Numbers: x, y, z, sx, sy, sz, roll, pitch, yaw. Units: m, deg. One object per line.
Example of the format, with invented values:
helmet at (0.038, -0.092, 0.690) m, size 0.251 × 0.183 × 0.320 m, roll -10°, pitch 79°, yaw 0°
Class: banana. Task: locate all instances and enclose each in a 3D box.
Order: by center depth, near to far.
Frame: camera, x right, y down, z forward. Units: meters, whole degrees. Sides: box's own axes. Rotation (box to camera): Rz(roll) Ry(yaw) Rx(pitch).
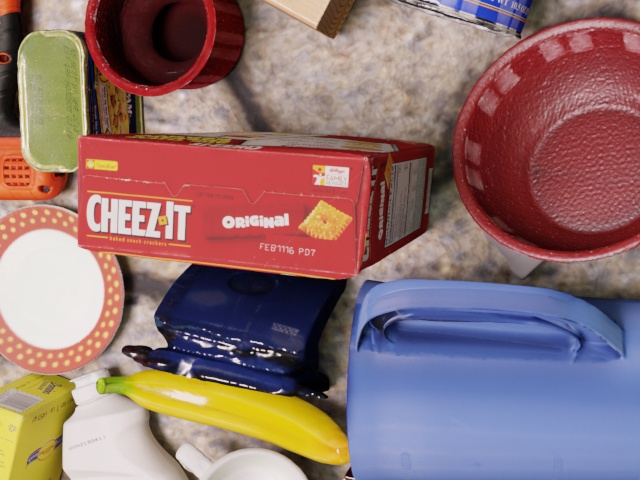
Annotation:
banana at (-0.059, 0.123, 0.758) m, size 0.198 × 0.069 × 0.037 m, roll 10°, pitch 106°, yaw 21°

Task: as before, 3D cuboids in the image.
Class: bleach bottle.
bleach bottle at (-0.123, 0.214, 0.794) m, size 0.103 × 0.068 × 0.251 m, roll -21°, pitch 88°, yaw 16°

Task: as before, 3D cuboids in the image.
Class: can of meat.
can of meat at (-0.169, -0.098, 0.757) m, size 0.057 × 0.083 × 0.102 m, roll 0°, pitch 97°, yaw 15°

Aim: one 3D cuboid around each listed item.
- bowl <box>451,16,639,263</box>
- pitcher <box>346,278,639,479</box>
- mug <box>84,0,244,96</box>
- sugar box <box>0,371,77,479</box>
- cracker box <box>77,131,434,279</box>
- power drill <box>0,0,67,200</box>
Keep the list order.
bowl at (0.167, -0.055, 0.665) m, size 0.162 × 0.055 × 0.162 m, roll -10°, pitch 66°, yaw 24°
pitcher at (0.138, 0.087, 0.666) m, size 0.243 × 0.149 × 0.145 m, roll 0°, pitch 97°, yaw 12°
mug at (-0.110, -0.153, 0.735) m, size 0.117 × 0.081 × 0.093 m, roll 43°, pitch 105°, yaw 7°
sugar box at (-0.236, 0.194, 0.807) m, size 0.048 × 0.093 × 0.176 m, roll 15°, pitch 101°, yaw 13°
cracker box at (-0.028, -0.028, 0.658) m, size 0.164 × 0.213 × 0.072 m, roll 5°, pitch 98°, yaw 15°
power drill at (-0.281, -0.120, 0.801) m, size 0.184 × 0.057 × 0.188 m, roll 2°, pitch 100°, yaw 12°
